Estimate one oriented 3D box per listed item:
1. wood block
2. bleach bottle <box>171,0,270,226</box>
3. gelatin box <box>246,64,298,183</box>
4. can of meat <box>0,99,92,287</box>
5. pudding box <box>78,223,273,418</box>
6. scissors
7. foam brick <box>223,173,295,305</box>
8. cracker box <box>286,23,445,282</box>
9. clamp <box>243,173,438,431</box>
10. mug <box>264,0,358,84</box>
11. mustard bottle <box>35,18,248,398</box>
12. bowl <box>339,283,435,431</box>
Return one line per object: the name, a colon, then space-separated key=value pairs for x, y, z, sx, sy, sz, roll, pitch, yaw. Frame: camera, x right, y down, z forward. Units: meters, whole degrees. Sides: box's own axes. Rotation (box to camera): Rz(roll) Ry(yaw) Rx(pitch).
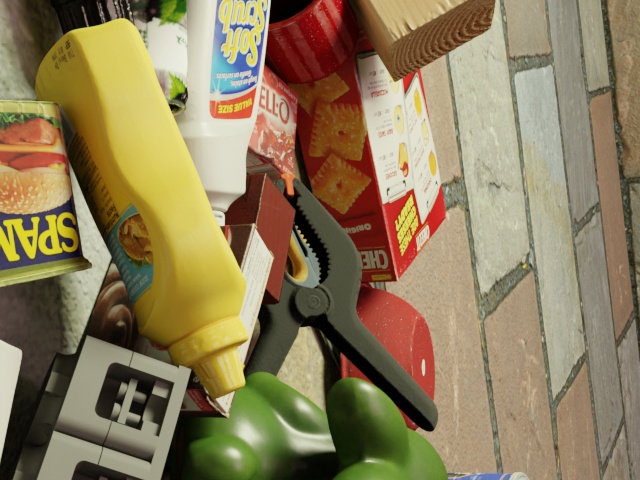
wood block: x=0.044 y=-0.241 z=0.824 sx=0.206 sy=0.091 sz=0.090 roll=61 pitch=0 yaw=12
bleach bottle: x=-0.072 y=-0.122 z=0.706 sx=0.102 sy=0.068 sz=0.251 roll=15 pitch=74 yaw=-64
gelatin box: x=-0.048 y=-0.091 z=0.790 sx=0.089 sy=0.030 sz=0.073 roll=36 pitch=53 yaw=-60
can of meat: x=-0.158 y=-0.020 z=0.498 sx=0.102 sy=0.058 sz=0.084 roll=-14 pitch=95 yaw=-66
pudding box: x=-0.084 y=0.045 z=0.610 sx=0.039 sy=0.090 sz=0.113 roll=57 pitch=37 yaw=-47
scissors: x=-0.002 y=0.033 z=0.888 sx=0.201 sy=0.016 sz=0.096 roll=58 pitch=36 yaw=-46
foam brick: x=-0.055 y=0.001 z=0.729 sx=0.051 sy=0.053 sz=0.078 roll=53 pitch=40 yaw=-50
cracker box: x=0.042 y=-0.090 z=0.943 sx=0.164 sy=0.072 sz=0.214 roll=-44 pitch=126 yaw=-59
clamp: x=0.000 y=0.054 z=0.774 sx=0.036 sy=0.164 sz=0.210 roll=133 pitch=-44 yaw=-63
mug: x=-0.026 y=-0.179 z=0.805 sx=0.117 sy=0.093 sz=0.081 roll=56 pitch=2 yaw=33
mustard bottle: x=-0.085 y=-0.010 z=0.548 sx=0.058 sy=0.096 sz=0.191 roll=-20 pitch=81 yaw=-26
bowl: x=0.066 y=0.113 z=0.957 sx=0.162 sy=0.055 sz=0.162 roll=-5 pitch=90 yaw=-72
